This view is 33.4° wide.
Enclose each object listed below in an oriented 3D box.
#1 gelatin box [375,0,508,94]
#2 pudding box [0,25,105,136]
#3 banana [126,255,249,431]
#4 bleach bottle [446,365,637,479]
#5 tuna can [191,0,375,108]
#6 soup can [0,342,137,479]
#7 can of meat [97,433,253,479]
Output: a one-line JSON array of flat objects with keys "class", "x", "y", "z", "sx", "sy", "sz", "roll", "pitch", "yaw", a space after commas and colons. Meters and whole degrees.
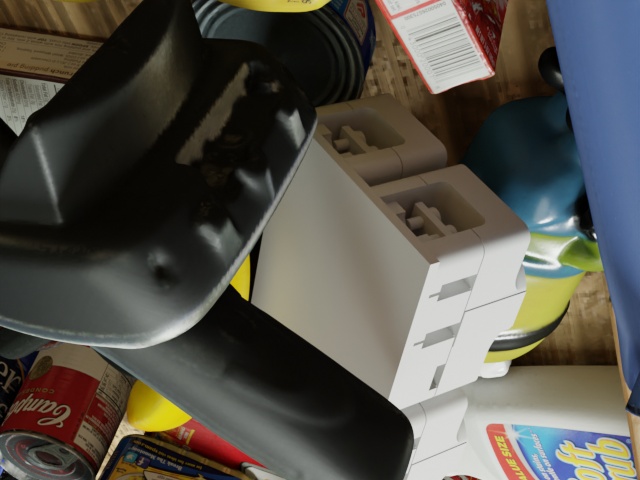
[{"class": "gelatin box", "x": 0.041, "y": -0.113, "z": 0.401, "sx": 0.030, "sy": 0.073, "sz": 0.089, "roll": -14, "pitch": 129, "yaw": 30}, {"class": "pudding box", "x": -0.149, "y": -0.063, "z": 0.551, "sx": 0.113, "sy": 0.039, "sz": 0.090, "roll": 9, "pitch": 137, "yaw": 8}, {"class": "banana", "x": -0.065, "y": 0.030, "z": 0.506, "sx": 0.070, "sy": 0.037, "sz": 0.198, "roll": 35, "pitch": 134, "yaw": 33}, {"class": "bleach bottle", "x": 0.154, "y": 0.118, "z": 0.619, "sx": 0.251, "sy": 0.068, "sz": 0.102, "roll": 0, "pitch": 128, "yaw": 21}, {"class": "tuna can", "x": -0.019, "y": -0.089, "z": 0.479, "sx": 0.086, "sy": 0.033, "sz": 0.086, "roll": 10, "pitch": 139, "yaw": 9}, {"class": "soup can", "x": -0.159, "y": 0.102, "z": 0.688, "sx": 0.068, "sy": 0.102, "sz": 0.068, "roll": 10, "pitch": 139, "yaw": 9}, {"class": "can of meat", "x": -0.095, "y": 0.173, "z": 0.642, "sx": 0.102, "sy": 0.083, "sz": 0.057, "roll": 21, "pitch": 135, "yaw": 4}]
